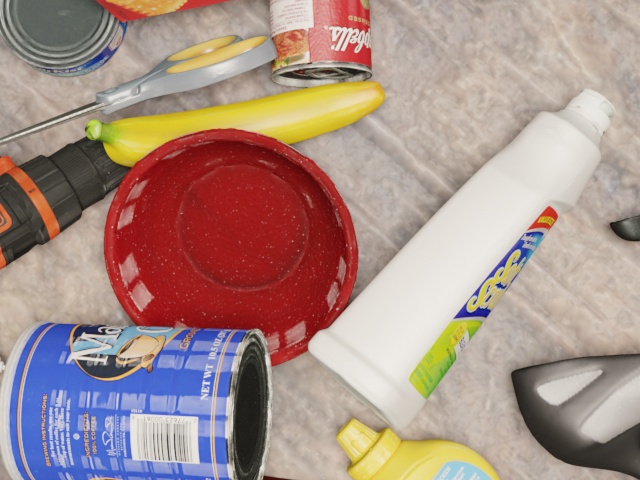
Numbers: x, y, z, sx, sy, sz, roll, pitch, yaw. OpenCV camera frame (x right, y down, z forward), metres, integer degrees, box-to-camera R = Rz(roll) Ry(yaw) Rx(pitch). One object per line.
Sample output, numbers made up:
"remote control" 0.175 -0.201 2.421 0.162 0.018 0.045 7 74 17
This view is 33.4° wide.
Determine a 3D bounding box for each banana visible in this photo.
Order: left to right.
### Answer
"banana" -0.057 -0.074 0.701 0.197 0.070 0.037 -12 94 -17

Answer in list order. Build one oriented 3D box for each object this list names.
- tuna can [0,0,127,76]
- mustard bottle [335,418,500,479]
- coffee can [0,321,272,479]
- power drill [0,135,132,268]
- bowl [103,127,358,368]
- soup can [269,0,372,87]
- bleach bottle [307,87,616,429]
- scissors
"tuna can" -0.174 -0.154 0.720 0.086 0.034 0.086 0 87 -1
"mustard bottle" 0.085 0.188 0.696 0.191 0.058 0.096 43 75 1
"coffee can" -0.108 0.102 0.648 0.140 0.102 0.103 1 87 10
"power drill" -0.238 -0.069 0.691 0.184 0.057 0.188 -35 83 -24
"bowl" -0.055 0.001 0.690 0.162 0.055 0.162 2 109 5
"soup can" -0.001 -0.158 0.707 0.068 0.068 0.102 -2 87 -1
"bleach bottle" 0.102 0.001 0.681 0.068 0.102 0.250 37 82 25
"scissors" -0.126 -0.098 0.694 0.202 0.096 0.016 -17 111 2
